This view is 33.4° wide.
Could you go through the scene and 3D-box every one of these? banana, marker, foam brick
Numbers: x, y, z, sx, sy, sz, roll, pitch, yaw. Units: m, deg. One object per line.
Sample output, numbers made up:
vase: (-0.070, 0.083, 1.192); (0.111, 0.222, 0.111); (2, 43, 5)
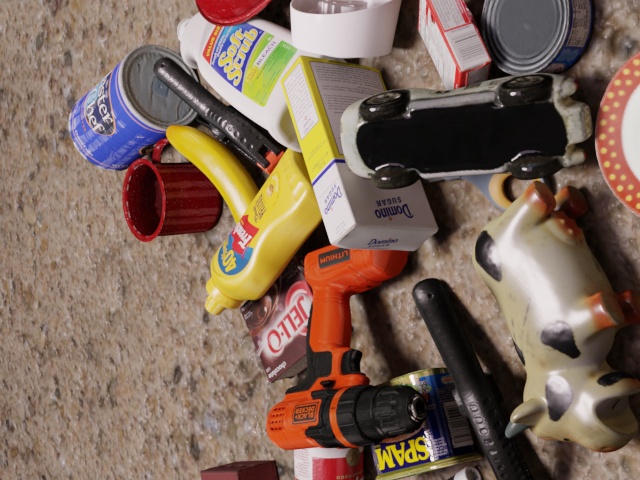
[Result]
banana: (-0.101, -0.053, 1.139); (0.070, 0.037, 0.198); (-34, 78, 25)
marker: (0.101, 0.234, 0.960); (0.121, 0.020, 0.020); (-45, 60, 43)
foam brick: (-0.087, 0.271, 1.167); (0.078, 0.052, 0.051); (-16, 81, 50)

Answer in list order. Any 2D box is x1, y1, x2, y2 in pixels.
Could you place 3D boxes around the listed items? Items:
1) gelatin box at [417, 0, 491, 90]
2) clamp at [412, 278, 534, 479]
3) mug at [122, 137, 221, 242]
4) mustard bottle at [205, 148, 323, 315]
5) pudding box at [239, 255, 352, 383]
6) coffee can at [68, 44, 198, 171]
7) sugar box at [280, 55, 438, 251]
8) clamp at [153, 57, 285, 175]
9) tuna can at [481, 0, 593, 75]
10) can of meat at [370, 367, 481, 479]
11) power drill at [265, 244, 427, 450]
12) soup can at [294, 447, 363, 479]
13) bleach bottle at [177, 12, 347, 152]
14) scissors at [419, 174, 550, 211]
gelatin box: (0.109, -0.161, 0.870); (0.073, 0.030, 0.089); (76, 173, -70)
clamp: (0.125, 0.119, 0.870); (0.036, 0.164, 0.210); (-25, 92, 6)
mug: (-0.165, -0.059, 1.203); (0.093, 0.081, 0.117); (15, 106, 49)
mustard bottle: (-0.057, 0.001, 1.056); (0.192, 0.058, 0.096); (-53, 29, 23)
pudding box: (-0.027, 0.080, 1.083); (0.114, 0.039, 0.090); (-45, 60, 43)
coffee can: (-0.217, -0.151, 1.240); (0.141, 0.102, 0.103); (-26, 74, 49)
sugar box: (0.032, -0.076, 0.935); (0.048, 0.093, 0.176); (-43, 53, 46)
clamp: (-0.104, -0.128, 1.110); (0.172, 0.120, 0.039); (35, 89, 39)
tuna can: (0.167, -0.170, 0.823); (0.086, 0.033, 0.086); (8, 100, 50)
can of meat: (0.085, 0.163, 0.943); (0.102, 0.057, 0.084); (-28, 69, 48)
power drill: (0.030, 0.091, 0.942); (0.185, 0.057, 0.187); (-17, 54, 46)
soup can: (0.009, 0.201, 1.031); (0.069, 0.068, 0.102); (7, 99, 50)
bleach bottle: (-0.077, -0.177, 1.085); (0.251, 0.068, 0.102); (33, 91, 46)
scissors: (0.122, -0.046, 0.905); (0.202, 0.016, 0.096); (-33, 68, 47)
